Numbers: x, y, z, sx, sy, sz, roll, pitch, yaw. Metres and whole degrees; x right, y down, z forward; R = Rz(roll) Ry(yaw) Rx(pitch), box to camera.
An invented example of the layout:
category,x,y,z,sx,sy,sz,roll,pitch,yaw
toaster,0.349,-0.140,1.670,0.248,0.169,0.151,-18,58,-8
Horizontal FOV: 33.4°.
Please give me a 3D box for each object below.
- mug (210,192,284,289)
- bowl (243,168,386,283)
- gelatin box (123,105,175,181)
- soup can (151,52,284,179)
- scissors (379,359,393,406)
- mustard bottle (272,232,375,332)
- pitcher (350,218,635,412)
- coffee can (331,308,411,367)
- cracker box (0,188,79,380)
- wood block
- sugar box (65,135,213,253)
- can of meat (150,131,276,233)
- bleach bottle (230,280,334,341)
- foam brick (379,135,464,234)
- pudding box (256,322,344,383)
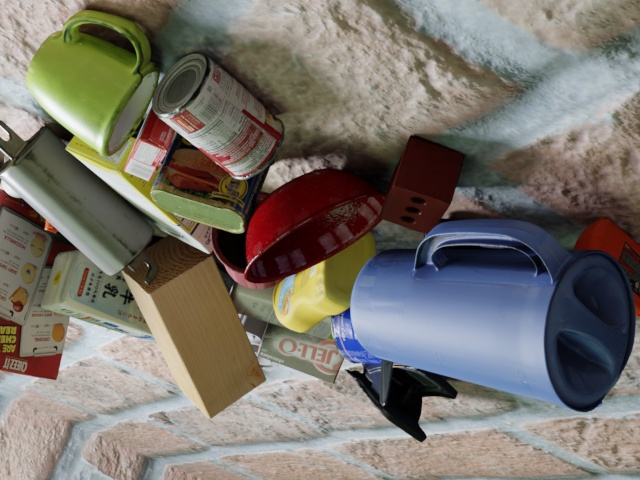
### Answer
category,x,y,z,sx,sy,sz,roll,pitch,yaw
mug,-0.058,0.001,1.162,0.117,0.093,0.081,-17,162,-5
bowl,-0.012,-0.022,1.025,0.055,0.162,0.162,62,163,14
gelatin box,-0.150,-0.104,0.993,0.030,0.073,0.089,24,157,-12
soup can,-0.089,-0.108,0.938,0.069,0.068,0.102,-3,149,44
scissors,0.057,0.092,1.106,0.096,0.201,0.016,-11,130,37
mustard bottle,-0.007,0.052,1.190,0.058,0.096,0.192,25,153,-16
pitcher,0.140,0.059,0.949,0.144,0.149,0.243,8,178,-43
coffee can,0.097,0.093,1.204,0.141,0.102,0.102,-1,150,42
cracker box,-0.390,0.057,1.346,0.072,0.213,0.164,3,168,30
wood block,-0.154,0.103,1.306,0.090,0.090,0.206,33,150,49
sugar box,-0.183,-0.056,1.151,0.093,0.048,0.176,24,168,39
can of meat,-0.105,-0.063,1.036,0.102,0.084,0.057,17,158,9
bleach bottle,0.013,0.092,1.334,0.250,0.068,0.103,20,159,-6
foam brick,0.089,-0.048,0.949,0.053,0.051,0.078,19,158,1
pudding box,-0.017,0.128,1.408,0.113,0.039,0.090,21,114,2
